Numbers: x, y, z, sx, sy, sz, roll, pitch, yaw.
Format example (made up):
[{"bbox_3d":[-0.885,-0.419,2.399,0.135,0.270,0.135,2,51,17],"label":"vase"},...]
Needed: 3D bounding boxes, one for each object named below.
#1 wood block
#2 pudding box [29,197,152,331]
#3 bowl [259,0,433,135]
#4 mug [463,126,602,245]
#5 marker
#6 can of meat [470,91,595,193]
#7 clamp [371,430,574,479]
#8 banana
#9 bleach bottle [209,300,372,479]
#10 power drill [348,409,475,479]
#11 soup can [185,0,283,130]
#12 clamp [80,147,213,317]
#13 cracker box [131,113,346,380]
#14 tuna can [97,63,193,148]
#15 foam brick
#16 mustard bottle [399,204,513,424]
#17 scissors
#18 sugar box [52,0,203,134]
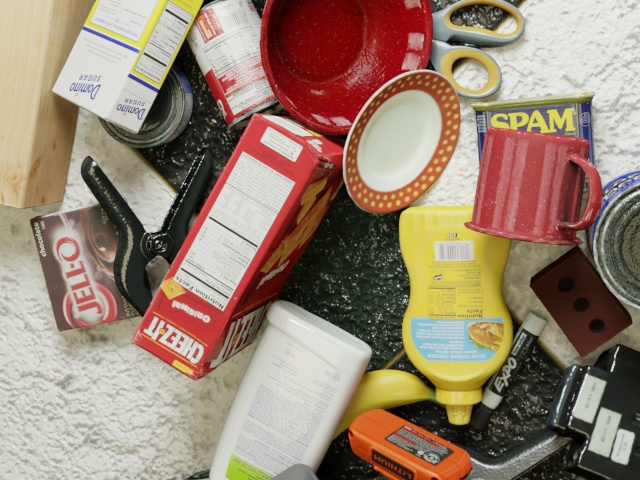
[{"bbox_3d":[-0.276,-0.142,0.974,0.091,0.090,0.206,13,99,10],"label":"wood block"},{"bbox_3d":[-0.214,0.023,1.005,0.090,0.039,0.113,-12,94,12],"label":"pudding box"},{"bbox_3d":[0.013,-0.172,0.892,0.161,0.055,0.162,-8,109,-26],"label":"bowl"},{"bbox_3d":[0.171,-0.042,0.829,0.093,0.117,0.081,2,99,-32],"label":"mug"},{"bbox_3d":[0.165,0.119,0.948,0.020,0.020,0.121,29,101,7],"label":"marker"},{"bbox_3d":[0.182,-0.079,0.904,0.102,0.057,0.084,-4,98,13],"label":"can of meat"},{"bbox_3d":[0.148,0.220,0.946,0.210,0.036,0.164,9,76,19],"label":"clamp"},{"bbox_3d":[0.019,0.170,0.975,0.198,0.037,0.069,-32,87,13],"label":"banana"},{"bbox_3d":[-0.052,0.185,0.939,0.102,0.068,0.251,28,96,8],"label":"bleach bottle"},{"bbox_3d":[0.048,0.245,0.926,0.185,0.057,0.188,22,115,27],"label":"power drill"},{"bbox_3d":[-0.072,-0.157,0.941,0.068,0.068,0.102,-25,90,13],"label":"soup can"},{"bbox_3d":[-0.160,-0.003,0.965,0.120,0.039,0.171,3,90,-16],"label":"clamp"},{"bbox_3d":[-0.056,0.001,0.907,0.072,0.164,0.214,31,101,9],"label":"cracker box"},{"bbox_3d":[-0.161,-0.128,0.980,0.086,0.033,0.086,1,97,11],"label":"tuna can"},{"bbox_3d":[0.222,0.051,0.912,0.053,0.051,0.078,-37,88,13],"label":"foam brick"},{"bbox_3d":[0.119,0.066,0.932,0.096,0.058,0.191,-1,96,10],"label":"mustard bottle"},{"bbox_3d":[0.077,-0.171,0.935,0.202,0.016,0.096,0,97,12],"label":"scissors"},{"bbox_3d":[-0.157,-0.188,0.922,0.093,0.048,0.176,29,96,42],"label":"sugar box"}]
